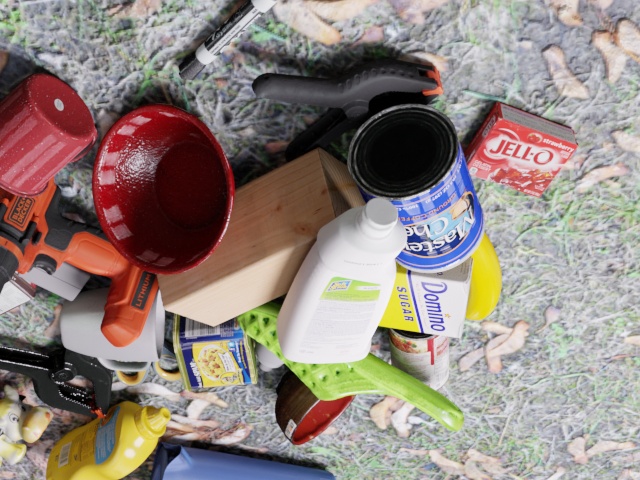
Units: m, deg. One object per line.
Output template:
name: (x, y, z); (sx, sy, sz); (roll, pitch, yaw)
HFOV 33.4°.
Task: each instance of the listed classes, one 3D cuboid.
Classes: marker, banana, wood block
marker: (-0.085, -0.183, 0.953); (0.020, 0.020, 0.121); (35, 125, -28)
banana: (0.157, 0.027, 1.140); (0.069, 0.037, 0.198); (-8, 133, 8)
wood block: (-0.057, 0.001, 1.064); (0.206, 0.090, 0.090); (-26, 152, 22)

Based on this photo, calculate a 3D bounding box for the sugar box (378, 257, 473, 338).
sugar box: (0.069, 0.049, 1.133); (0.176, 0.048, 0.093); (10, 138, 10)

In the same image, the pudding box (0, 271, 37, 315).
pudding box: (-0.377, 0.046, 1.161); (0.114, 0.039, 0.090); (-23, 130, 25)

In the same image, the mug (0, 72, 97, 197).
mug: (-0.257, -0.099, 0.996); (0.082, 0.093, 0.117); (-36, 153, 24)

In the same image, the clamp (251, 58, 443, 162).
clamp: (0.023, -0.132, 0.982); (0.172, 0.039, 0.120); (-20, 149, 15)

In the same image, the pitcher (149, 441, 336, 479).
pitcher: (-0.106, 0.350, 1.390); (0.242, 0.145, 0.149); (10, 164, -13)

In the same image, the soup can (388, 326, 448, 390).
soup can: (0.111, 0.119, 1.207); (0.068, 0.068, 0.102); (-4, 134, 4)

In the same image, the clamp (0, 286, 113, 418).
clamp: (-0.314, 0.147, 1.245); (0.164, 0.036, 0.210); (-19, 135, -1)

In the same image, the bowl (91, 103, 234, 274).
bowl: (-0.139, -0.050, 1.023); (0.162, 0.055, 0.162); (4, 98, 27)

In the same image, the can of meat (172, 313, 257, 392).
can of meat: (-0.119, 0.124, 1.222); (0.084, 0.057, 0.102); (-5, 134, 2)

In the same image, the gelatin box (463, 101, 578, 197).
gelatin box: (0.192, -0.087, 1.036); (0.089, 0.030, 0.073); (17, 131, -16)

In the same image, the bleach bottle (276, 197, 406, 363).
bleach bottle: (0.030, 0.037, 1.004); (0.102, 0.068, 0.251); (-1, 151, -17)

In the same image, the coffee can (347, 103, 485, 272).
coffee can: (0.093, -0.046, 1.002); (0.103, 0.103, 0.140); (-13, 148, 12)

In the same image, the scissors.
scissors: (-0.187, 0.106, 1.232); (0.096, 0.016, 0.202); (13, 132, -14)

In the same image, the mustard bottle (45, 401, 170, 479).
mustard bottle: (-0.257, 0.252, 1.317); (0.192, 0.096, 0.058); (-33, 125, 27)

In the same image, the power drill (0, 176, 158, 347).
power drill: (-0.254, 0.031, 1.046); (0.187, 0.184, 0.057); (34, 146, -28)
